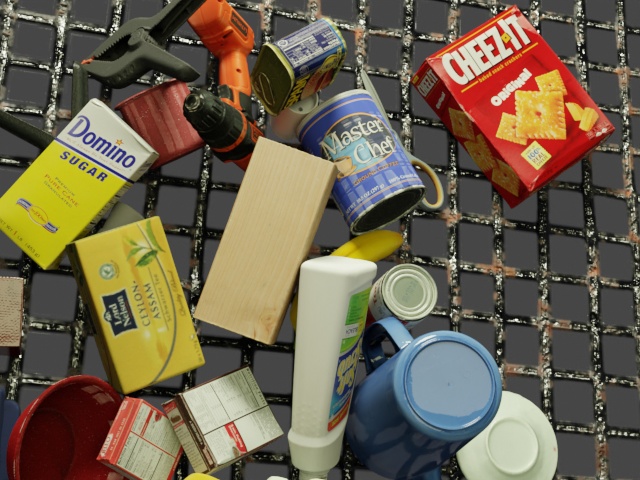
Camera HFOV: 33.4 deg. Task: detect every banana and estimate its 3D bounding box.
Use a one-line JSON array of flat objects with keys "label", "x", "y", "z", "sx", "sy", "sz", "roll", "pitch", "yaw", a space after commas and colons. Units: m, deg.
[{"label": "banana", "x": 0.025, "y": 0.040, "z": 1.243, "sx": 0.037, "sy": 0.069, "sz": 0.197, "roll": 34, "pitch": 65, "yaw": 28}]

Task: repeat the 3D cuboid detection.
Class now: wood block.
[{"label": "wood block", "x": -0.057, "y": 0.002, "z": 1.175, "sx": 0.091, "sy": 0.090, "sz": 0.206, "roll": 20, "pitch": 89, "yaw": 3}]

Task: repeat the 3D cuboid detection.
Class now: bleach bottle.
[{"label": "bleach bottle", "x": 0.007, "y": 0.147, "z": 1.164, "sx": 0.068, "sy": 0.102, "sz": 0.251, "roll": 9, "pitch": 98, "yaw": 22}]

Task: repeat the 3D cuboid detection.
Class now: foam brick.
[{"label": "foam brick", "x": -0.343, "y": 0.081, "z": 1.136, "sx": 0.053, "sy": 0.051, "sz": 0.078, "roll": 4, "pitch": 71, "yaw": -14}]

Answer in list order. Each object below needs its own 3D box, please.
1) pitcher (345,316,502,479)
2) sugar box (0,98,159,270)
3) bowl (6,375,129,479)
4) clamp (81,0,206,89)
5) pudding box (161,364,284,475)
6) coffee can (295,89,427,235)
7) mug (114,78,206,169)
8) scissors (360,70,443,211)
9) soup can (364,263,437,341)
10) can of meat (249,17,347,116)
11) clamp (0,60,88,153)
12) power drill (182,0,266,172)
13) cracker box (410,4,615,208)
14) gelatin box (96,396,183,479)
[{"label": "pitcher", "x": 0.102, "y": 0.163, "z": 1.120, "sx": 0.149, "sy": 0.243, "sz": 0.145, "roll": 24, "pitch": 70, "yaw": 1}, {"label": "sugar box", "x": -0.271, "y": -0.061, "z": 1.172, "sx": 0.093, "sy": 0.048, "sz": 0.176, "roll": 42, "pitch": 92, "yaw": 2}, {"label": "bowl", "x": -0.263, "y": 0.217, "z": 1.084, "sx": 0.161, "sy": 0.055, "sz": 0.162, "roll": 4, "pitch": 85, "yaw": -56}, {"label": "clamp", "x": -0.190, "y": -0.230, "z": 1.210, "sx": 0.036, "sy": 0.210, "sz": 0.164, "roll": 41, "pitch": 56, "yaw": -38}, {"label": "pudding box", "x": -0.103, "y": 0.192, "z": 1.144, "sx": 0.113, "sy": 0.039, "sz": 0.090, "roll": -16, "pitch": 73, "yaw": -52}, {"label": "coffee can", "x": 0.047, "y": -0.092, "z": 1.260, "sx": 0.102, "sy": 0.103, "sz": 0.140, "roll": -23, "pitch": 73, "yaw": -20}, {"label": "mug", "x": -0.188, "y": -0.129, "z": 1.230, "sx": 0.117, "sy": 0.093, "sz": 0.081, "roll": -23, "pitch": 95, "yaw": 16}, {"label": "scissors", "x": 0.076, "y": -0.113, "z": 1.330, "sx": 0.096, "sy": 0.016, "sz": 0.202, "roll": -33, "pitch": 82, "yaw": -22}, {"label": "soup can", "x": 0.086, "y": 0.072, "z": 1.223, "sx": 0.068, "sy": 0.102, "sz": 0.068, "roll": 4, "pitch": 71, "yaw": -13}, {"label": "can of meat", "x": -0.024, "y": -0.196, "z": 1.201, "sx": 0.083, "sy": 0.102, "sz": 0.057, "roll": -31, "pitch": 80, "yaw": -24}, {"label": "clamp", "x": -0.296, "y": -0.109, "z": 1.217, "sx": 0.120, "sy": 0.039, "sz": 0.171, "roll": -23, "pitch": 84, "yaw": -3}, {"label": "power drill", "x": -0.114, "y": -0.182, "z": 1.230, "sx": 0.057, "sy": 0.184, "sz": 0.187, "roll": -14, "pitch": 68, "yaw": 16}, {"label": "cracker box", "x": 0.247, "y": -0.173, "z": 1.364, "sx": 0.164, "sy": 0.072, "sz": 0.214, "roll": -34, "pitch": 82, "yaw": -23}, {"label": "gelatin box", "x": -0.185, "y": 0.215, "z": 1.119, "sx": 0.089, "sy": 0.030, "sz": 0.073, "roll": 44, "pitch": 58, "yaw": -43}]
